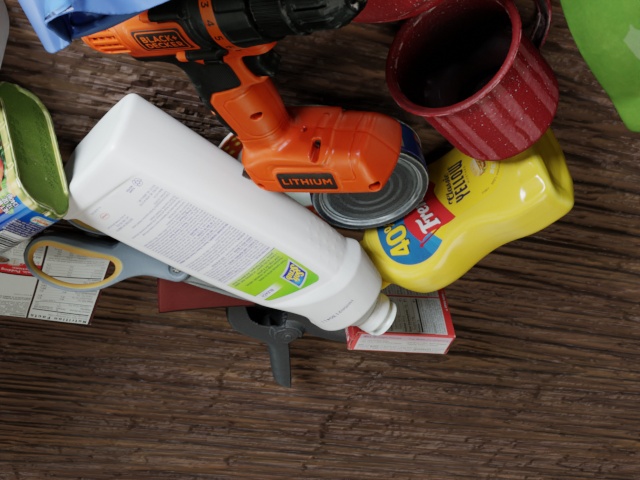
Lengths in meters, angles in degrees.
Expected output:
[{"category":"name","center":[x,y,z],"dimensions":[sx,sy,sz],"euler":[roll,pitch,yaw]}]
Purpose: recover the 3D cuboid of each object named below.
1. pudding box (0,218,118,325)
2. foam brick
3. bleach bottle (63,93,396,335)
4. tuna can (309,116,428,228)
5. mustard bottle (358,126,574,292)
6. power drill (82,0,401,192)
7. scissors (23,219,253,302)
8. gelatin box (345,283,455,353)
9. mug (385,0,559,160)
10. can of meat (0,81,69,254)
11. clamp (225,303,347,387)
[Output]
[{"category":"pudding box","center":[-0.209,0.018,0.817],"dimensions":[0.090,0.039,0.114],"euler":[7,142,-21]},{"category":"foam brick","center":[-0.090,0.019,0.831],"dimensions":[0.078,0.053,0.051],"euler":[-5,142,-8]},{"category":"bleach bottle","center":[-0.055,0.001,0.750],"dimensions":[0.250,0.068,0.103],"euler":[32,137,-23]},{"category":"tuna can","center":[0.032,-0.047,0.752],"dimensions":[0.086,0.034,0.086],"euler":[-7,142,-5]},{"category":"mustard bottle","center":[0.090,-0.016,0.787],"dimensions":[0.192,0.096,0.058],"euler":[-35,136,30]},{"category":"power drill","center":[-0.024,-0.096,0.612],"dimensions":[0.185,0.057,0.187],"euler":[5,154,34]},{"category":"scissors","center":[-0.112,0.000,0.779],"dimensions":[0.201,0.096,0.016],"euler":[2,179,-16]},{"category":"gelatin box","center":[0.062,0.057,0.894],"dimensions":[0.089,0.073,0.030],"euler":[3,141,-16]},{"category":"mug","center":[0.108,-0.113,0.685],"dimensions":[0.117,0.093,0.081],"euler":[-56,138,-1]},{"category":"can of meat","center":[-0.215,-0.041,0.687],"dimensions":[0.084,0.102,0.057],"euler":[-27,155,18]},{"category":"clamp","center":[-0.033,0.075,0.928],"dimensions":[0.120,0.039,0.171],"euler":[-36,129,24]}]
